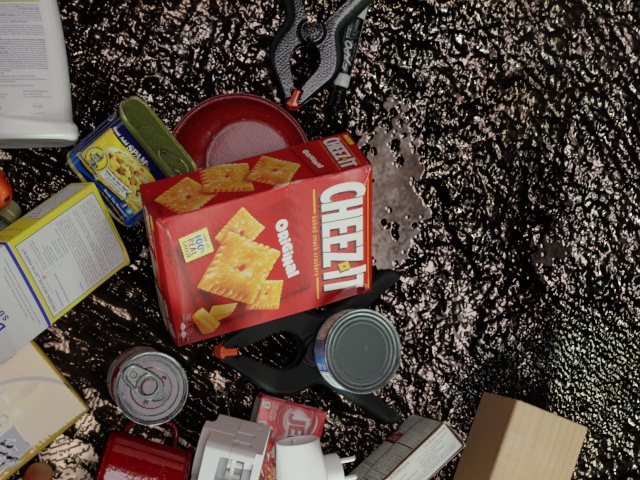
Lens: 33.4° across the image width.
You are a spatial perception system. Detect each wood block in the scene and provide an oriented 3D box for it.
[{"bbox_3d":[0.194,0.275,1.131,0.090,0.091,0.206,23,82,-14],"label":"wood block"}]

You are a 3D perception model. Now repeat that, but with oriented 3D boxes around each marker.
[{"bbox_3d":[0.028,-0.194,1.141,0.020,0.020,0.121,15,84,-15],"label":"marker"}]

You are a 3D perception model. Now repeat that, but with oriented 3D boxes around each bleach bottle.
[{"bbox_3d":[-0.292,-0.218,1.032,0.102,0.068,0.251,-2,86,-15],"label":"bleach bottle"}]

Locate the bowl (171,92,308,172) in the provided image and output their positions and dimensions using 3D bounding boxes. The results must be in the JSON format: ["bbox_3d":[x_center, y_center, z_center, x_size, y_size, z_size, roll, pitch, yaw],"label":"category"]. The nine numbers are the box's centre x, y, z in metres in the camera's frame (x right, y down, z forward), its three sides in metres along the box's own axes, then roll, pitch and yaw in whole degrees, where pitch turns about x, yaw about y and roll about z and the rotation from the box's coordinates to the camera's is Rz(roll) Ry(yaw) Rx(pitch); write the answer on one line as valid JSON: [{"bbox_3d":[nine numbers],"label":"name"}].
[{"bbox_3d":[-0.077,-0.075,1.089,0.162,0.055,0.162,1,88,-15],"label":"bowl"}]

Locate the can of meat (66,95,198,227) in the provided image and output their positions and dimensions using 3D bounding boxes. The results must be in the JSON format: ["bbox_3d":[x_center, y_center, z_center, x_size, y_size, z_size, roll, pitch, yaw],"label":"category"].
[{"bbox_3d":[-0.184,-0.074,1.040,0.084,0.057,0.102,-36,98,22],"label":"can of meat"}]

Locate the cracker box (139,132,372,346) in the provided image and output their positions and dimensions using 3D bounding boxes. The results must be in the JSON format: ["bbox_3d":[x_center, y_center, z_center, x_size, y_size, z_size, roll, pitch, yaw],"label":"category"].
[{"bbox_3d":[-0.057,0.001,1.040,0.213,0.072,0.164,-15,131,-15],"label":"cracker box"}]

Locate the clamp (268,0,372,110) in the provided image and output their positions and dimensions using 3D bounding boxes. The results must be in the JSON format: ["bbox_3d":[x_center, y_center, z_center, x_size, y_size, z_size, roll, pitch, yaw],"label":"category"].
[{"bbox_3d":[0.002,-0.219,1.120,0.120,0.039,0.171,6,89,6],"label":"clamp"}]

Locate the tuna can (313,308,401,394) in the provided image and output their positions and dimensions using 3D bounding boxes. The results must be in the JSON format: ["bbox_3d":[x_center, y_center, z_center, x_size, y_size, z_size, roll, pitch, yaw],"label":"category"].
[{"bbox_3d":[0.037,0.112,1.088,0.086,0.034,0.086,1,87,-23],"label":"tuna can"}]

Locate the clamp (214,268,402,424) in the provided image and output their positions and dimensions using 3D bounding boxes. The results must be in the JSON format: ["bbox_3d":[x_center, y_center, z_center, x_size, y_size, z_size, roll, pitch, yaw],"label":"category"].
[{"bbox_3d":[-0.004,0.122,1.110,0.209,0.036,0.164,-7,89,-19],"label":"clamp"}]

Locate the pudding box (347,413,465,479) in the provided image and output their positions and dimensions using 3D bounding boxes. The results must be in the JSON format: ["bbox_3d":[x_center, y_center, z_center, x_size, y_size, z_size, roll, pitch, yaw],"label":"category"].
[{"bbox_3d":[0.085,0.231,1.102,0.113,0.090,0.039,-42,98,-14],"label":"pudding box"}]

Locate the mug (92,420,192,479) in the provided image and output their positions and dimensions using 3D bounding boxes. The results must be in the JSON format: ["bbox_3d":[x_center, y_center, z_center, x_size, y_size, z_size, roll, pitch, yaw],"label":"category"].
[{"bbox_3d":[-0.174,0.223,1.038,0.081,0.093,0.117,19,57,-10],"label":"mug"}]

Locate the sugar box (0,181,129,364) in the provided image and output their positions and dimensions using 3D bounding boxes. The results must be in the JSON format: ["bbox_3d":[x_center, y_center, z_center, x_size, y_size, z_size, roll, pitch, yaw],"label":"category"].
[{"bbox_3d":[-0.264,0.028,0.990,0.176,0.048,0.093,-40,119,-38],"label":"sugar box"}]

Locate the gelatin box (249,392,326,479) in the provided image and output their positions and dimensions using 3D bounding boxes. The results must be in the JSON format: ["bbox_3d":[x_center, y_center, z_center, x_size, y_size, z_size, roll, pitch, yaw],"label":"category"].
[{"bbox_3d":[-0.040,0.209,1.100,0.073,0.030,0.089,17,84,-15],"label":"gelatin box"}]

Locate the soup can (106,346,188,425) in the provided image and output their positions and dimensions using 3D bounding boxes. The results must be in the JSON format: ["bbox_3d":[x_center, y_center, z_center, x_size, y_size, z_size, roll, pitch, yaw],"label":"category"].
[{"bbox_3d":[-0.169,0.138,1.029,0.068,0.102,0.068,1,88,-16],"label":"soup can"}]
